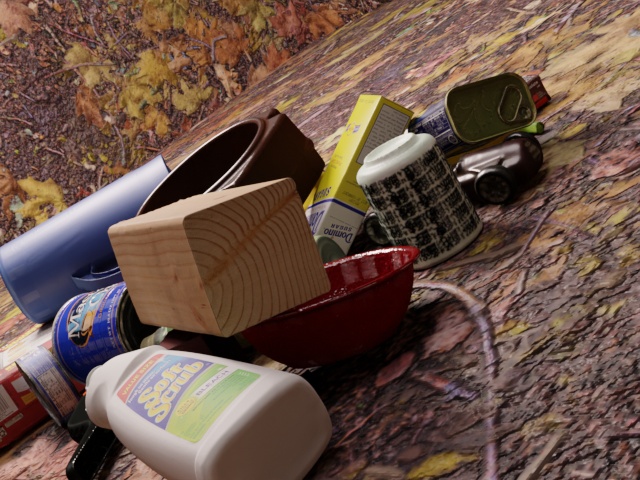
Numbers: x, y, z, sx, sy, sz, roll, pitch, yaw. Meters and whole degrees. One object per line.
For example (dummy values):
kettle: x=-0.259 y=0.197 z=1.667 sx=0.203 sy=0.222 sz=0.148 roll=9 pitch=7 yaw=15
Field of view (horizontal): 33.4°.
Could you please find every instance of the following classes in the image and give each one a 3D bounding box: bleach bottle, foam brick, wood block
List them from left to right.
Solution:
bleach bottle: x=-0.106 y=0.126 z=0.765 sx=0.102 sy=0.068 sz=0.251 roll=-43 pitch=27 yaw=-29
foam brick: x=-0.094 y=0.106 z=0.882 sx=0.051 sy=0.078 sz=0.053 roll=-26 pitch=15 yaw=19
wood block: x=-0.087 y=0.013 z=0.832 sx=0.090 sy=0.090 sz=0.206 roll=-22 pitch=8 yaw=-24

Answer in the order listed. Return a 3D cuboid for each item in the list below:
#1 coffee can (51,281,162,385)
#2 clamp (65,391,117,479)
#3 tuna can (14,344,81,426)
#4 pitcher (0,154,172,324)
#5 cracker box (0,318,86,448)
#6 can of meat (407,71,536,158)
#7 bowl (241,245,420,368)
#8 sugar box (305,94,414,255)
coffee can: x=-0.203 y=0.095 z=1.115 sx=0.141 sy=0.103 sz=0.102 roll=-17 pitch=20 yaw=48
clamp: x=-0.190 y=0.162 z=0.983 sx=0.164 sy=0.036 sz=0.210 roll=-38 pitch=13 yaw=-30
tuna can: x=-0.286 y=0.153 z=1.130 sx=0.033 sy=0.086 sz=0.086 roll=-36 pitch=14 yaw=-20
pitcher: x=-0.266 y=0.008 z=1.312 sx=0.242 sy=0.145 sz=0.149 roll=-28 pitch=-12 yaw=-4
cracker box: x=-0.354 y=0.166 z=1.271 sx=0.164 sy=0.072 sz=0.214 roll=-35 pitch=12 yaw=-21
can of meat: x=0.147 y=-0.119 z=1.056 sx=0.101 sy=0.057 sz=0.084 roll=-19 pitch=-4 yaw=-28
bowl: x=0.009 y=0.057 z=0.831 sx=0.162 sy=0.055 sz=0.162 roll=-19 pitch=7 yaw=2
sugar box: x=0.030 y=-0.062 z=1.093 sx=0.176 sy=0.048 sz=0.093 roll=-63 pitch=13 yaw=2
